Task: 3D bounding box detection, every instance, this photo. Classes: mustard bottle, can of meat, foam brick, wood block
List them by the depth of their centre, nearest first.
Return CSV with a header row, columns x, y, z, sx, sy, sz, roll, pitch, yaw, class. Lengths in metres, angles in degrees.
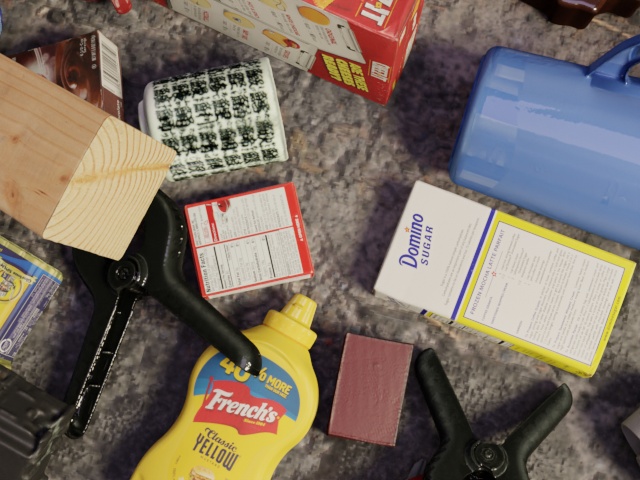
x,y,z,sx,sy,sz,roll,pitch,yaw,class
-0.218,-0.078,0.749,0.206,0.090,0.090,29,91,26,wood block
-0.056,0.126,0.786,0.096,0.058,0.191,28,81,11,mustard bottle
0.036,0.111,0.791,0.051,0.053,0.078,11,81,2,foam brick
-0.257,0.036,0.802,0.102,0.057,0.084,30,80,5,can of meat

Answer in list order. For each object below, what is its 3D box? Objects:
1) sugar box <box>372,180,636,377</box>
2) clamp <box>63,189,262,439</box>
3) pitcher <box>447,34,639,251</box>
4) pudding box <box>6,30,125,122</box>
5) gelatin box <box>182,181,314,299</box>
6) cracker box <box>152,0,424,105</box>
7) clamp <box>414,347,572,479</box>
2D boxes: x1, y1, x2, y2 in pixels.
x,y,z,sx,sy,sz,roll,pitch,yaw,class
0.137,0.029,0.809,0.176,0.048,0.093,22,81,7,sugar box
-0.145,0.037,0.799,0.165,0.036,0.210,-27,67,13,clamp
0.225,-0.069,0.780,0.243,0.145,0.149,17,80,6,pitcher
-0.196,-0.094,0.815,0.090,0.039,0.113,-11,73,18,pudding box
-0.056,0.001,0.821,0.089,0.030,0.073,-13,82,-2,gelatin box
-0.031,-0.191,0.785,0.214,0.164,0.072,24,83,4,cracker box
0.126,0.158,0.765,0.120,0.039,0.171,4,54,2,clamp
